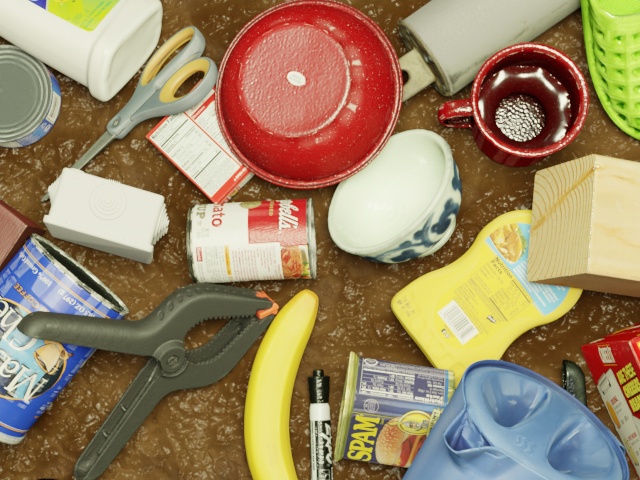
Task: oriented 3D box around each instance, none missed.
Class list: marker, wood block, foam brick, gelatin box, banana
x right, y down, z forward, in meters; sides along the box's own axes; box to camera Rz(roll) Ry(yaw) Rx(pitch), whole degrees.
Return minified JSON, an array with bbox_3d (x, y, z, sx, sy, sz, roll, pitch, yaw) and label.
[{"bbox_3d":[0.000,0.169,0.892,0.020,0.020,0.121,-3,83,3],"label":"marker"},{"bbox_3d":[0.275,-0.002,0.827,0.205,0.091,0.090,8,82,-17],"label":"wood block"},{"bbox_3d":[-0.282,0.006,0.911,0.051,0.053,0.078,33,87,6],"label":"foam brick"},{"bbox_3d":[-0.094,-0.084,0.922,0.089,0.030,0.073,44,89,7],"label":"gelatin box"},{"bbox_3d":[-0.031,0.141,0.885,0.070,0.037,0.198,-5,82,13],"label":"banana"}]

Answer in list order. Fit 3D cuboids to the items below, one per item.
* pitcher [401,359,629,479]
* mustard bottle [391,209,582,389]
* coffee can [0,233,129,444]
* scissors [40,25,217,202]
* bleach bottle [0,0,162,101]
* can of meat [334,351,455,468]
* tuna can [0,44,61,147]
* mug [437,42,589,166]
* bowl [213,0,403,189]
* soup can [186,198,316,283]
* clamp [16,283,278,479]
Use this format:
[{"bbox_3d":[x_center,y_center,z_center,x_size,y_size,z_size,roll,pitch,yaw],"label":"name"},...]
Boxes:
[{"bbox_3d":[0.115,0.219,0.794,0.149,0.145,0.243,30,115,1],"label":"pitcher"},{"bbox_3d":[0.159,0.031,0.879,0.191,0.058,0.096,-37,84,-1],"label":"mustard bottle"},{"bbox_3d":[-0.241,0.080,0.874,0.103,0.103,0.140,40,87,7],"label":"coffee can"},{"bbox_3d":[-0.158,-0.098,0.912,0.096,0.016,0.201,32,83,46],"label":"scissors"},{"bbox_3d":[-0.267,-0.217,0.920,0.251,0.068,0.102,27,52,7],"label":"bleach bottle"},{"bbox_3d":[0.058,0.139,0.853,0.084,0.102,0.057,8,49,1],"label":"can of meat"},{"bbox_3d":[-0.272,-0.125,0.934,0.086,0.034,0.086,0,83,3],"label":"tuna can"},{"bbox_3d":[0.156,-0.106,0.884,0.117,0.081,0.093,-6,83,2],"label":"mug"},{"bbox_3d":[-0.016,-0.124,0.865,0.162,0.055,0.162,-1,87,11],"label":"bowl"},{"bbox_3d":[-0.056,0.001,0.890,0.102,0.068,0.068,-3,83,3],"label":"soup can"},{"bbox_3d":[-0.133,0.085,0.860,0.209,0.036,0.164,-30,127,-17],"label":"clamp"}]
